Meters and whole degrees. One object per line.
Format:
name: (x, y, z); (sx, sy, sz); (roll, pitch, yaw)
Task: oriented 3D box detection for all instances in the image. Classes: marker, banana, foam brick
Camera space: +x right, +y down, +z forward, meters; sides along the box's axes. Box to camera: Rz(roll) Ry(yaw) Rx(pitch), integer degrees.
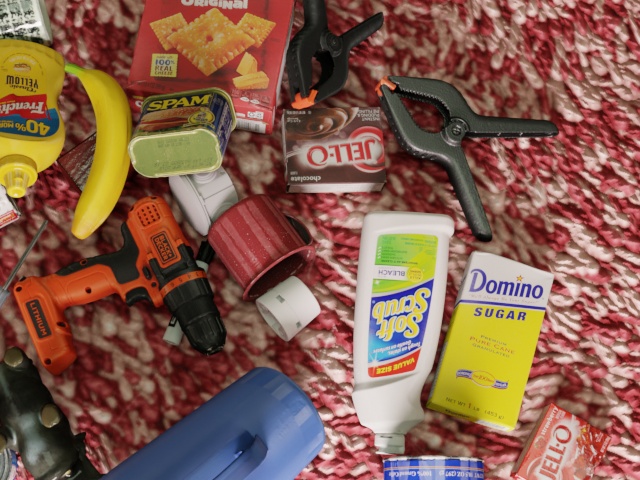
marker: (-0.139, 0.054, 1.145); (0.020, 0.020, 0.121); (20, 74, 2)
banana: (-0.230, -0.099, 1.121); (0.070, 0.037, 0.198); (-12, 72, 18)
foam brick: (-0.238, -0.083, 1.160); (0.078, 0.053, 0.051); (-37, 79, -13)

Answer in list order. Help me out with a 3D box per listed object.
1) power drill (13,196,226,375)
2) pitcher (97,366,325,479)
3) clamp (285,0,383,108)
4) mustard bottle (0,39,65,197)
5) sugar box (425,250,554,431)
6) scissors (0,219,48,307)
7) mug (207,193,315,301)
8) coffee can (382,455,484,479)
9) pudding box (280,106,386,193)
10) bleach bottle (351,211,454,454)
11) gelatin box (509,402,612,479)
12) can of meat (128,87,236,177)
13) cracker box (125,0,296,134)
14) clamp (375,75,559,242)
power drill: (-0.207, 0.066, 1.107); (0.187, 0.057, 0.184); (-26, 71, -6)
pitcher: (-0.106, 0.225, 1.005); (0.149, 0.145, 0.242); (24, 48, 37)
clamp: (0.013, -0.219, 1.198); (0.120, 0.039, 0.171); (20, 73, -27)
mustard bottle: (-0.319, -0.125, 1.124); (0.096, 0.058, 0.191); (7, 53, -22)
sugar box: (0.181, 0.106, 1.135); (0.093, 0.048, 0.176); (17, 75, 2)
scissors: (-0.343, 0.072, 1.113); (0.016, 0.096, 0.201); (33, 51, -14)
mug: (-0.057, 0.001, 1.135); (0.117, 0.093, 0.081); (-23, 69, -41)
coffee can: (0.113, 0.286, 1.050); (0.102, 0.103, 0.140); (1, 74, -3)
pudding box: (0.014, -0.100, 1.186); (0.113, 0.039, 0.090); (-3, 73, -5)
bleach bottle: (0.086, 0.098, 1.124); (0.102, 0.068, 0.251); (3, 76, 0)
gelatin box: (0.251, 0.226, 1.113); (0.073, 0.030, 0.089); (30, 74, 5)
can of meat: (-0.145, -0.112, 1.119); (0.102, 0.057, 0.084); (-6, 36, 10)
cracker box: (-0.116, -0.239, 1.202); (0.164, 0.072, 0.213); (10, 73, -1)
clamp: (0.146, -0.107, 1.189); (0.210, 0.036, 0.164); (29, 74, -5)
